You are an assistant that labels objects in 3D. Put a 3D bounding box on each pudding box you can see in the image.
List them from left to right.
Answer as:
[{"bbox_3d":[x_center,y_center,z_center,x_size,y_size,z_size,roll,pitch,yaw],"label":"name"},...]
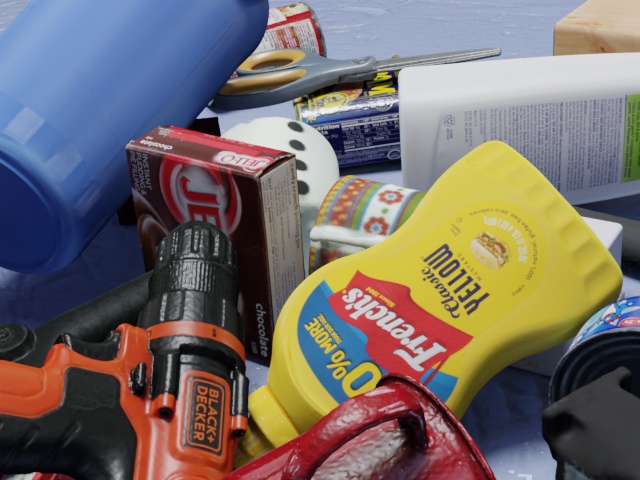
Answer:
[{"bbox_3d":[-0.054,0.001,0.572,0.090,0.113,0.039,16,35,34],"label":"pudding box"}]

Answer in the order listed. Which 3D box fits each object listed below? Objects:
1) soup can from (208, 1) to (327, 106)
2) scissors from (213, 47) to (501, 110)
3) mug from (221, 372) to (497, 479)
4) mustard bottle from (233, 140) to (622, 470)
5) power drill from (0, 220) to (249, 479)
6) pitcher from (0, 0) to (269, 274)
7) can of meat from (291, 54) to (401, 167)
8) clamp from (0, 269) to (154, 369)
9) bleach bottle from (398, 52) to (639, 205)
[{"bbox_3d":[-0.054,-0.156,0.896,0.102,0.068,0.069,-17,31,-18],"label":"soup can"},{"bbox_3d":[0.020,-0.129,0.771,0.201,0.016,0.096,-13,29,-2],"label":"scissors"},{"bbox_3d":[0.013,0.100,0.388,0.081,0.117,0.093,-24,49,-21],"label":"mug"},{"bbox_3d":[0.036,0.045,0.493,0.191,0.058,0.096,-37,71,-3],"label":"mustard bottle"},{"bbox_3d":[-0.116,0.043,0.446,0.187,0.057,0.184,20,44,-23],"label":"power drill"},{"bbox_3d":[-0.143,-0.093,0.654,0.145,0.149,0.242,22,48,7],"label":"pitcher"},{"bbox_3d":[0.023,-0.092,0.782,0.084,0.057,0.102,-8,29,1],"label":"can of meat"},{"bbox_3d":[-0.138,0.056,0.506,0.120,0.039,0.171,-1,36,6],"label":"clamp"},{"bbox_3d":[0.175,-0.064,0.656,0.251,0.102,0.068,-2,32,5],"label":"bleach bottle"}]
